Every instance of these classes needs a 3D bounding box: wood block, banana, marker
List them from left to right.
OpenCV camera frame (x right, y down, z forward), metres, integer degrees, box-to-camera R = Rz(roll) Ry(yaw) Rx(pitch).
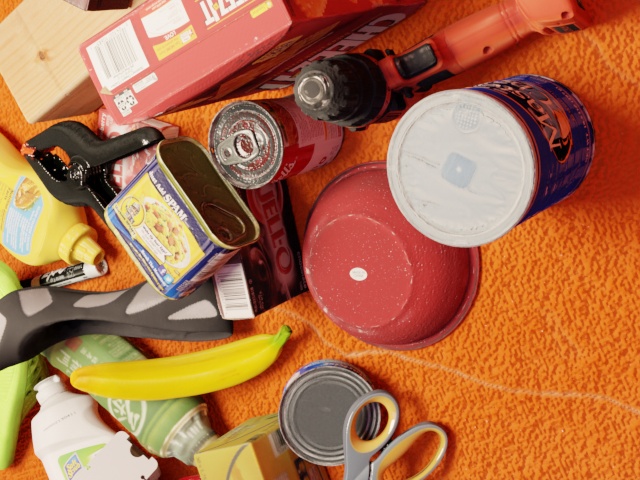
[{"bbox_3d":[-0.261,0.038,1.063,0.121,0.020,0.020,-16,94,32],"label":"marker"},{"bbox_3d":[-0.182,-0.195,0.918,0.206,0.090,0.091,-31,87,32],"label":"wood block"},{"bbox_3d":[-0.118,0.111,0.946,0.198,0.037,0.069,-14,138,1],"label":"banana"}]

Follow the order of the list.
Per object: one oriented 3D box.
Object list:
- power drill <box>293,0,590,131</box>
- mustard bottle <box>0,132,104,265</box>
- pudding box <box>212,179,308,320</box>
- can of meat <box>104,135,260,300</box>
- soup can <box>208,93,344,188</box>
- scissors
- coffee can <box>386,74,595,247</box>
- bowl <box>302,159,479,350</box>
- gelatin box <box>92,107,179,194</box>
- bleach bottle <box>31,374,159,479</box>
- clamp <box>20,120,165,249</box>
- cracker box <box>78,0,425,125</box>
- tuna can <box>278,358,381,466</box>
[{"bbox_3d":[0.084,-0.134,0.735,0.188,0.184,0.057,-24,90,23],"label":"power drill"},{"bbox_3d":[-0.285,-0.031,1.036,0.192,0.058,0.096,32,115,20],"label":"mustard bottle"},{"bbox_3d":[-0.056,0.001,0.893,0.039,0.089,0.113,-4,100,32],"label":"pudding box"},{"bbox_3d":[-0.110,-0.015,0.832,0.084,0.057,0.102,-41,80,32],"label":"can of meat"},{"bbox_3d":[-0.033,-0.083,0.851,0.069,0.102,0.068,8,106,28],"label":"soup can"},{"bbox_3d":[0.011,0.200,0.876,0.201,0.016,0.096,-33,97,-4],"label":"scissors"},{"bbox_3d":[0.122,-0.059,0.744,0.103,0.140,0.103,8,106,28],"label":"coffee can"},{"bbox_3d":[0.044,0.019,0.860,0.162,0.055,0.162,8,106,29],"label":"bowl"},{"bbox_3d":[-0.172,-0.070,0.977,0.073,0.030,0.089,20,111,25],"label":"gelatin box"},{"bbox_3d":[-0.202,0.241,1.044,0.251,0.102,0.068,58,163,14],"label":"bleach bottle"},{"bbox_3d":[-0.201,-0.069,0.953,0.172,0.039,0.120,30,114,25],"label":"clamp"},{"bbox_3d":[-0.041,-0.155,0.773,0.164,0.213,0.072,-24,91,32],"label":"cracker box"},{"bbox_3d":[0.008,0.144,0.903,0.086,0.034,0.086,0,97,1],"label":"tuna can"}]
